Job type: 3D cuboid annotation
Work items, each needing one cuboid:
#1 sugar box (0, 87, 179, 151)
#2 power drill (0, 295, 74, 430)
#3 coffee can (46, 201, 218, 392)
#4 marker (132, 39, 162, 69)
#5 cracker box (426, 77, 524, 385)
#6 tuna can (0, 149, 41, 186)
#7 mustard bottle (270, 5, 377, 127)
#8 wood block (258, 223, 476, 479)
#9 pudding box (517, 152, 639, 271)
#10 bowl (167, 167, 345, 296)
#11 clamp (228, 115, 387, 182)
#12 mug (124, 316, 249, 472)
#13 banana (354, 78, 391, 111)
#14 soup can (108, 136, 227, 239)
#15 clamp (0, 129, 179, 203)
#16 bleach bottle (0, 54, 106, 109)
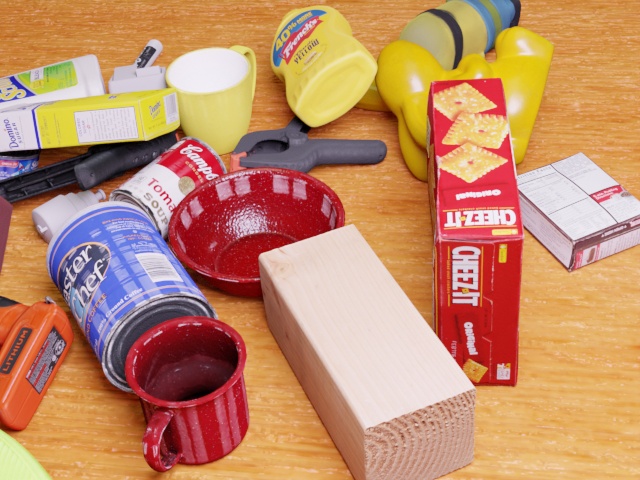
[{"bbox_3d":[-0.237,-0.120,1.059,0.176,0.048,0.093,-1,14,16],"label":"sugar box"},{"bbox_3d":[-0.317,0.093,0.890,0.188,0.057,0.184,16,64,16],"label":"power drill"},{"bbox_3d":[-0.162,0.046,0.907,0.102,0.103,0.140,-23,44,-19],"label":"coffee can"},{"bbox_3d":[-0.216,-0.198,1.257,0.020,0.020,0.121,7,42,14],"label":"marker"},{"bbox_3d":[0.126,-0.011,0.895,0.072,0.164,0.213,-2,41,6],"label":"cracker box"},{"bbox_3d":[-0.335,-0.085,1.103,0.086,0.034,0.086,13,18,-4],"label":"tuna can"},{"bbox_3d":[-0.007,-0.201,1.142,0.096,0.058,0.192,-43,34,13],"label":"mustard bottle"},{"bbox_3d":[0.032,0.091,0.845,0.090,0.090,0.206,-19,42,-15],"label":"wood block"},{"bbox_3d":[0.239,-0.029,1.000,0.090,0.039,0.114,-20,41,-16],"label":"pudding box"},{"bbox_3d":[-0.056,0.001,0.983,0.162,0.055,0.162,-3,41,3],"label":"bowl"},{"bbox_3d":[-0.030,-0.099,1.093,0.171,0.039,0.120,-13,31,-34],"label":"clamp"},{"bbox_3d":[-0.103,0.127,0.824,0.093,0.081,0.117,9,43,16],"label":"mug"},{"bbox_3d":[0.036,-0.179,1.193,0.198,0.037,0.069,26,52,31],"label":"banana"},{"bbox_3d":[-0.148,-0.047,1.038,0.069,0.068,0.102,23,48,29],"label":"soup can"},{"bbox_3d":[-0.226,-0.078,1.076,0.165,0.036,0.209,-7,14,33],"label":"clamp"},{"bbox_3d":[-0.359,-0.136,1.169,0.250,0.068,0.102,-15,37,-7],"label":"bleach bottle"}]
